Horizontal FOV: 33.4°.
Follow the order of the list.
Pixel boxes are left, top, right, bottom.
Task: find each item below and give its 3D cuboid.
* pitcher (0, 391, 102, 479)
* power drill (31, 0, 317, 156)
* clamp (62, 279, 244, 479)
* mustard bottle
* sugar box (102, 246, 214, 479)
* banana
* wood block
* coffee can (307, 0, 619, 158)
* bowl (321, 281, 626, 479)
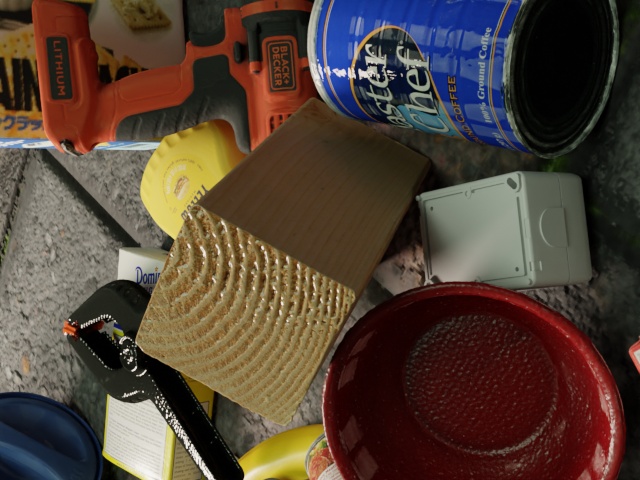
[{"bbox_3d":[-0.305,0.255,0.977,0.243,0.144,0.149,-59,23,33],"label":"pitcher"},{"bbox_3d":[-0.095,-0.134,0.722,0.187,0.057,0.184,-5,87,0],"label":"power drill"},{"bbox_3d":[-0.123,0.071,0.782,0.210,0.036,0.164,20,111,44],"label":"clamp"},{"bbox_3d":[-0.055,0.001,0.761,0.096,0.058,0.192,-51,59,26],"label":"mustard bottle"},{"bbox_3d":[-0.125,0.099,0.846,0.093,0.048,0.176,15,99,43],"label":"sugar box"},{"bbox_3d":[-0.034,0.181,0.770,0.069,0.037,0.198,40,124,9],"label":"banana"},{"bbox_3d":[-0.012,0.001,0.604,0.091,0.205,0.090,28,116,4],"label":"wood block"},{"bbox_3d":[0.077,-0.107,0.593,0.141,0.102,0.103,18,105,42],"label":"coffee can"},{"bbox_3d":[0.084,0.090,0.589,0.162,0.055,0.162,5,109,14],"label":"bowl"}]
